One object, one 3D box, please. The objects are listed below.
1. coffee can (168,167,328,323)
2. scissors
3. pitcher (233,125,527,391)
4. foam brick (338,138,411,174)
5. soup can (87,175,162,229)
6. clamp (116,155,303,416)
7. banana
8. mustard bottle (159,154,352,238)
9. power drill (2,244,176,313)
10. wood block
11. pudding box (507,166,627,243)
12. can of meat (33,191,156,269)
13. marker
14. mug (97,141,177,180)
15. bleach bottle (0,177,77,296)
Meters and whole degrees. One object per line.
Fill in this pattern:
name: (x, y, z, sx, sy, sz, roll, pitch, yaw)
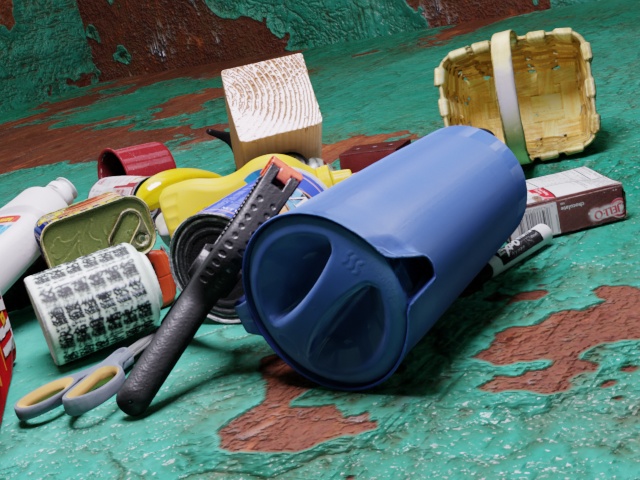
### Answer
coffee can: (-0.056, 0.001, 0.968, 0.103, 0.103, 0.140, -4, 18, 30)
scissors: (-0.182, 0.104, 0.867, 0.096, 0.016, 0.201, -16, 9, 6)
pitcher: (0.053, 0.001, 0.808, 0.149, 0.145, 0.242, 29, 36, 21)
foam brick: (0.069, -0.089, 1.284, 0.078, 0.051, 0.052, -5, 17, 27)
soup can: (-0.242, -0.048, 1.358, 0.102, 0.068, 0.068, 2, 21, 45)
clamp: (-0.082, 0.025, 0.826, 0.210, 0.036, 0.164, -55, 7, 10)
banana: (-0.142, -0.051, 1.202, 0.070, 0.037, 0.197, -44, -24, 29)
mustard bottle: (-0.059, -0.034, 1.078, 0.191, 0.096, 0.058, -18, 13, 3)
power drill: (-0.237, 0.040, 1.060, 0.184, 0.057, 0.188, -23, 19, -24)
wood block: (-0.052, -0.112, 1.201, 0.090, 0.090, 0.206, -14, -20, -6)
pudding box: (0.216, -0.034, 0.999, 0.113, 0.039, 0.090, -12, 15, -5)
can of meat: (-0.213, -0.007, 0.996, 0.102, 0.057, 0.084, -21, 15, -17)
marker: (0.159, 0.014, 0.907, 0.020, 0.020, 0.120, 3, 21, 44)
mug: (-0.244, -0.084, 1.474, 0.081, 0.093, 0.117, -18, 46, -36)
bleach bottle: (-0.331, 0.024, 1.030, 0.103, 0.068, 0.250, 0, 38, 41)
